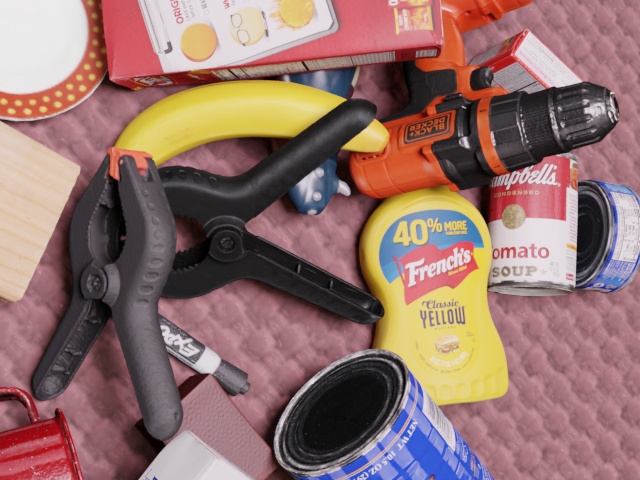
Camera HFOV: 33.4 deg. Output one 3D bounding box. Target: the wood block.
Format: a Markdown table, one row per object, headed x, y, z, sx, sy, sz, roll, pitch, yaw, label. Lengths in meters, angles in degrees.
| x | y | z | sx | sy | sz | roll | pitch | yaw | label |
| --- | --- | --- | --- | --- | --- | --- | --- | --- | --- |
| -0.255 | -0.048 | 0.596 | 0.205 | 0.091 | 0.090 | 31 | 72 | -32 | wood block |

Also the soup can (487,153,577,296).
| x | y | z | sx | sy | sz | roll | pitch | yaw | label |
| --- | --- | --- | --- | --- | --- | --- | --- | --- | --- |
| 0.159 | -0.012 | 0.806 | 0.068 | 0.069 | 0.102 | 7 | 81 | -22 | soup can |

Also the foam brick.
| x | y | z | sx | sy | sz | roll | pitch | yaw | label |
| --- | --- | --- | --- | --- | --- | --- | --- | --- | --- |
| -0.074 | 0.132 | 0.698 | 0.053 | 0.051 | 0.078 | -41 | 99 | -21 | foam brick |

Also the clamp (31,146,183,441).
| x | y | z | sx | sy | sz | roll | pitch | yaw | label |
| --- | --- | --- | --- | --- | --- | --- | --- | --- | --- |
| -0.116 | 0.034 | 0.638 | 0.039 | 0.120 | 0.171 | -5 | 110 | -59 | clamp |

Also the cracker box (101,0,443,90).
| x | y | z | sx | sy | sz | roll | pitch | yaw | label |
| --- | --- | --- | --- | --- | --- | --- | --- | --- | --- |
| -0.033 | -0.191 | 0.694 | 0.214 | 0.072 | 0.164 | -5 | 90 | 6 | cracker box |

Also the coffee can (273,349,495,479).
| x | y | z | sx | sy | sz | roll | pitch | yaw | label |
| --- | --- | --- | --- | --- | --- | --- | --- | --- | --- |
| 0.050 | 0.156 | 0.703 | 0.102 | 0.103 | 0.140 | -48 | 117 | -21 | coffee can |

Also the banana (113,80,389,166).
| x | y | z | sx | sy | sz | roll | pitch | yaw | label |
| --- | --- | --- | --- | --- | --- | --- | --- | --- | --- |
| -0.057 | -0.072 | 0.708 | 0.198 | 0.037 | 0.069 | -13 | 99 | 5 | banana |

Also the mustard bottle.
| x | y | z | sx | sy | sz | roll | pitch | yaw | label |
| --- | --- | --- | --- | --- | --- | --- | --- | --- | --- |
| 0.078 | 0.022 | 0.772 | 0.096 | 0.058 | 0.191 | -5 | 85 | -11 | mustard bottle |

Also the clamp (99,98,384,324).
| x | y | z | sx | sy | sz | roll | pitch | yaw | label |
| --- | --- | --- | --- | --- | --- | --- | --- | --- | --- |
| -0.055 | 0.001 | 0.700 | 0.210 | 0.036 | 0.164 | -11 | 120 | 2 | clamp |

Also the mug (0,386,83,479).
| x | y | z | sx | sy | sz | roll | pitch | yaw | label |
| --- | --- | --- | --- | --- | --- | --- | --- | --- | --- |
| -0.187 | 0.143 | 0.632 | 0.081 | 0.093 | 0.117 | -13 | 71 | -20 | mug |

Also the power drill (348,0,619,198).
| x | y | z | sx | sy | sz | roll | pitch | yaw | label |
| --- | --- | --- | --- | --- | --- | --- | --- | --- | --- |
| 0.112 | -0.121 | 0.735 | 0.057 | 0.185 | 0.187 | 49 | 39 | -43 | power drill |

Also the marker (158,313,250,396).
| x | y | z | sx | sy | sz | roll | pitch | yaw | label |
| --- | --- | --- | --- | --- | --- | --- | --- | --- | --- |
| -0.097 | 0.067 | 0.714 | 0.121 | 0.020 | 0.020 | 37 | 71 | -15 | marker |

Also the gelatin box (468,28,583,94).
| x | y | z | sx | sy | sz | roll | pitch | yaw | label |
| --- | --- | --- | --- | --- | --- | --- | --- | --- | --- |
| 0.163 | -0.115 | 0.817 | 0.089 | 0.073 | 0.030 | 38 | 70 | -14 | gelatin box |
